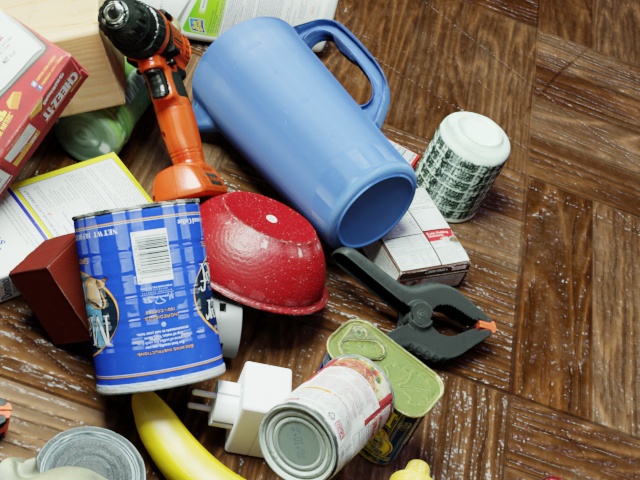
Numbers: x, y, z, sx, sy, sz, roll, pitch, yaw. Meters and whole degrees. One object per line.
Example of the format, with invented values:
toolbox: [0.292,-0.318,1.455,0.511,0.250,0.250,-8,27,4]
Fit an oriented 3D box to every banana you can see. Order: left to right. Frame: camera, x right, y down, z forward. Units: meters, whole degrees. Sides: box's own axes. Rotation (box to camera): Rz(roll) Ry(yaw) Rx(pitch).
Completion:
banana: [-0.069,0.184,0.830,0.198,0.037,0.069,23,69,6]

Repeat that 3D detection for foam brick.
foam brick: [-0.209,0.040,0.884,0.051,0.078,0.053,-8,29,36]

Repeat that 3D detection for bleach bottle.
bleach bottle: [-0.109,-0.276,1.225,0.250,0.103,0.068,2,36,-22]

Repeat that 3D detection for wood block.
wood block: [-0.294,-0.165,0.993,0.206,0.091,0.090,-11,47,1]

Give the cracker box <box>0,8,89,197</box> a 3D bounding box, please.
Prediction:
cracker box: [-0.330,-0.138,0.895,0.214,0.072,0.164,33,86,6]

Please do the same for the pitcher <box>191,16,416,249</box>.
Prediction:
pitcher: [-0.007,-0.111,1.061,0.144,0.149,0.243,-8,46,-41]

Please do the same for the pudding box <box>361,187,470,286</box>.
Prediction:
pudding box: [0.088,-0.001,1.086,0.089,0.039,0.113,-8,50,-27]

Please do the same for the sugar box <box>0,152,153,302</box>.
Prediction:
sugar box: [-0.239,-0.013,0.957,0.175,0.048,0.093,-24,61,-34]

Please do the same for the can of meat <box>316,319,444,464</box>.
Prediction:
can of meat: [0.042,0.131,0.904,0.102,0.084,0.057,37,45,14]

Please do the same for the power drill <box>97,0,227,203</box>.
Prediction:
power drill: [-0.145,-0.126,0.990,0.057,0.184,0.187,-14,87,9]

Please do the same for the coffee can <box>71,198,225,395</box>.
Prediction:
coffee can: [-0.136,0.044,0.848,0.102,0.103,0.140,-9,90,-29]

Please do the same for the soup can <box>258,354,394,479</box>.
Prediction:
soup can: [0.006,0.137,0.818,0.068,0.069,0.102,37,29,14]

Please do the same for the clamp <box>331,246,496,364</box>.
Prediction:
clamp: [0.082,0.064,1.003,0.171,0.039,0.120,2,76,-25]

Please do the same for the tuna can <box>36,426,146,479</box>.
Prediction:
tuna can: [-0.174,0.183,0.800,0.086,0.034,0.086,12,45,-12]

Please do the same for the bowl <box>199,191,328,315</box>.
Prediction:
bowl: [-0.056,0.001,0.970,0.162,0.055,0.162,22,21,-9]
